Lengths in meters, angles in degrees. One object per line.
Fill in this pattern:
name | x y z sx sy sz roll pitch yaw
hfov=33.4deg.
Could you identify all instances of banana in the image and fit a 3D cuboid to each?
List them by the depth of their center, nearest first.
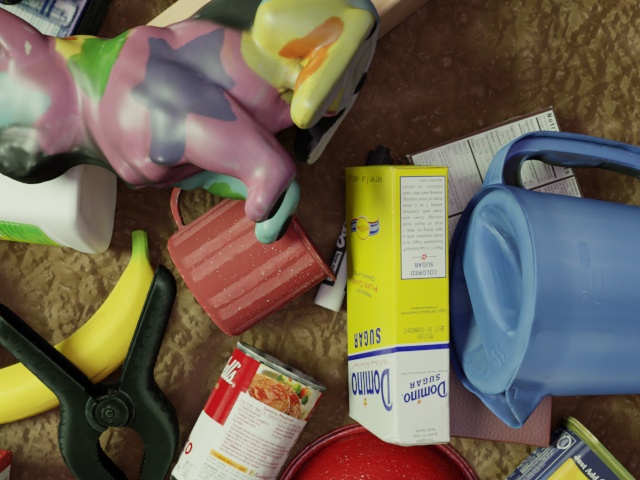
banana | -0.180 0.078 0.734 0.197 0.037 0.070 -37 63 -6

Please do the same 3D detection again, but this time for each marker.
marker | 0.025 -0.009 0.752 0.020 0.020 0.121 20 87 -1

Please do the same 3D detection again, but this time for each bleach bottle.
bleach bottle | -0.271 -0.036 0.712 0.251 0.102 0.068 3 77 4

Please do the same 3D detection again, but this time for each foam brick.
foam brick | 0.115 0.110 0.735 0.078 0.051 0.053 7 86 -2

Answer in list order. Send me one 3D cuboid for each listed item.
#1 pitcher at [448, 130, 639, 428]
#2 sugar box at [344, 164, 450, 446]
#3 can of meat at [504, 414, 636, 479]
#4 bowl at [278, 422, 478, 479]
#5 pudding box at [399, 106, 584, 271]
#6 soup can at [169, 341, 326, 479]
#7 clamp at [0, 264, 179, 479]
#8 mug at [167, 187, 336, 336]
pitcher | 0.211 0.028 0.691 0.242 0.145 0.149 4 121 -16
sugar box | 0.049 0.039 0.703 0.048 0.093 0.176 0 93 -17
can of meat | 0.177 0.186 0.731 0.084 0.057 0.102 -44 90 -2
bowl | 0.042 0.206 0.725 0.162 0.055 0.162 0 88 -3
pudding box | 0.123 -0.034 0.749 0.113 0.039 0.090 -18 88 -5
soup can | -0.049 0.128 0.719 0.068 0.068 0.102 28 87 -1
clamp | -0.129 0.099 0.698 0.120 0.039 0.171 -20 107 4
mug | -0.055 0.001 0.713 0.081 0.093 0.117 -34 96 1
